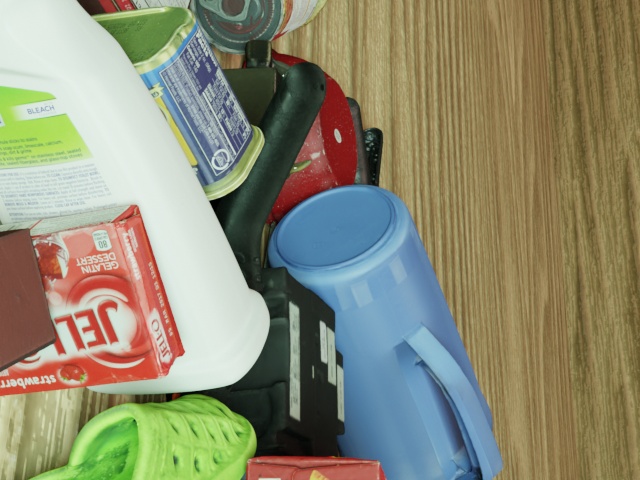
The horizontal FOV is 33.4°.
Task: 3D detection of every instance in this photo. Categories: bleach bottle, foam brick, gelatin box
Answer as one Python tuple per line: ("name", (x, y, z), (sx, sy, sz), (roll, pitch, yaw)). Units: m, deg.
("bleach bottle", (-0.108, -0.043, 0.486), (0.068, 0.103, 0.251), (-70, 148, -53))
("foam brick", (-0.149, 0.029, 0.417), (0.078, 0.053, 0.051), (-33, 113, -69))
("gelatin box", (-0.112, 0.028, 0.469), (0.030, 0.089, 0.073), (-53, 132, -64))

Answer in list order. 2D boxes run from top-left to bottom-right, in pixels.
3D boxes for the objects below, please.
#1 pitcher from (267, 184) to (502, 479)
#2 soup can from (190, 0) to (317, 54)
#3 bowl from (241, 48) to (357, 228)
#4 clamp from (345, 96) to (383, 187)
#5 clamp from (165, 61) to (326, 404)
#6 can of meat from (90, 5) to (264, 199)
("pitcher", (0.053, 0.082, 0.824), (0.145, 0.149, 0.243), (-78, 154, -47))
("soup can", (-0.045, -0.178, 0.776), (0.102, 0.069, 0.068), (-52, 131, -65))
("bowl", (-0.010, -0.082, 0.859), (0.162, 0.055, 0.162), (-8, 90, -70))
("clamp", (0.036, -0.048, 1.002), (0.120, 0.039, 0.171), (39, 47, -62))
("clamp", (-0.054, 0.001, 0.608), (0.036, 0.165, 0.210), (12, 77, -31))
("can of meat", (-0.092, -0.068, 0.545), (0.084, 0.102, 0.057), (63, 39, -38))
